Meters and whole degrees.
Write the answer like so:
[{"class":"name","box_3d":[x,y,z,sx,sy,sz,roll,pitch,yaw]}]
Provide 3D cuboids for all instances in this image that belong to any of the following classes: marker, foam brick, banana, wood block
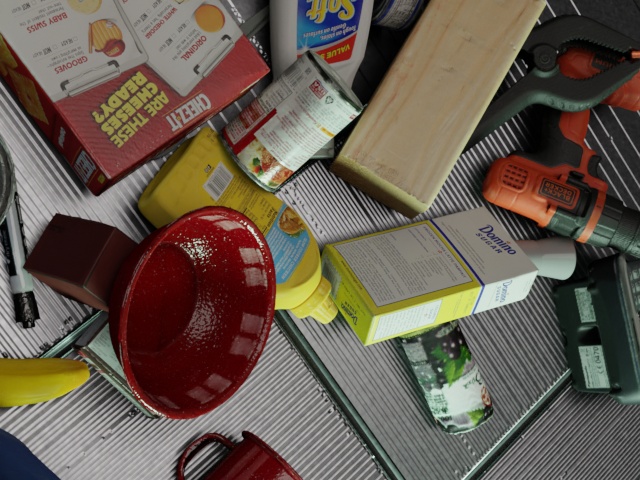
[{"class":"marker","box_3d":[-0.236,0.008,0.826,0.020,0.020,0.121,-10,89,-27]},{"class":"foam brick","box_3d":[-0.176,0.018,0.813,0.051,0.078,0.053,45,66,-45]},{"class":"banana","box_3d":[-0.270,0.085,0.791,0.197,0.037,0.069,29,75,-21]},{"class":"wood block","box_3d":[0.100,-0.132,0.935,0.090,0.091,0.206,31,82,-2]}]

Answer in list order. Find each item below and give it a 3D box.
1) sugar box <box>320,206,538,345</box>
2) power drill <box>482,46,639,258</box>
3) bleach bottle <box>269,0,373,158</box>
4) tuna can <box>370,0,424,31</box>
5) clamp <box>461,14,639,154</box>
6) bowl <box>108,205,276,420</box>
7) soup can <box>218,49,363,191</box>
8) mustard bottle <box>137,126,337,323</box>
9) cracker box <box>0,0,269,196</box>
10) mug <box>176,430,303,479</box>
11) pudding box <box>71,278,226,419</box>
[{"class":"sugar box","box_3d":[0.095,0.029,0.948,0.175,0.048,0.093,-11,47,-28]},{"class":"power drill","box_3d":[0.268,-0.087,1.032,0.184,0.057,0.187,22,70,2]},{"class":"bleach bottle","box_3d":[0.006,-0.198,0.938,0.102,0.068,0.251,0,90,-22]},{"class":"tuna can","box_3d":[0.064,-0.234,0.960,0.033,0.086,0.086,9,81,-24]},{"class":"clamp","box_3d":[0.203,-0.155,1.005,0.210,0.036,0.164,3,81,0]},{"class":"bowl","box_3d":[-0.105,0.049,0.801,0.161,0.055,0.162,-19,115,-47]},{"class":"soup can","box_3d":[-0.024,-0.098,0.875,0.102,0.068,0.068,-41,106,12]},{"class":"mustard bottle","box_3d":[-0.056,0.001,0.890,0.191,0.058,0.096,44,47,-16]},{"class":"cracker box","box_3d":[-0.171,-0.168,0.833,0.164,0.072,0.213,-38,94,-24]},{"class":"mug","box_3d":[-0.067,0.206,0.858,0.117,0.093,0.081,41,71,16]},{"class":"pudding box","box_3d":[-0.128,0.074,0.862,0.090,0.039,0.113,46,66,-15]}]
